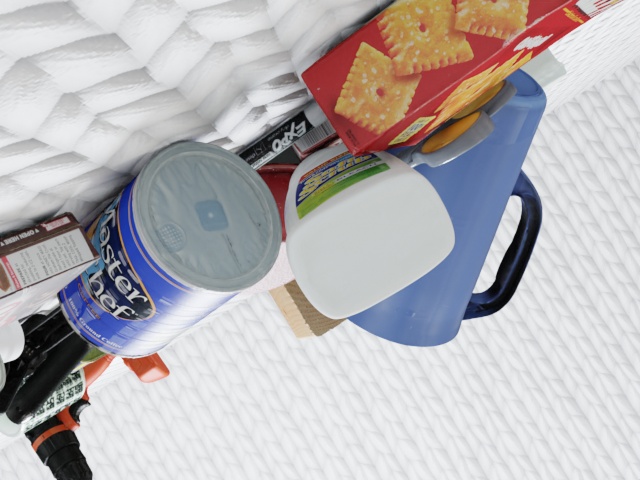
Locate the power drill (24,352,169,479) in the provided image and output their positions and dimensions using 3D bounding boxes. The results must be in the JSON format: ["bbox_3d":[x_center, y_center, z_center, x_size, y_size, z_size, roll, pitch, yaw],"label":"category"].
[{"bbox_3d":[-0.279,0.190,1.301,0.187,0.184,0.057,-38,157,-2],"label":"power drill"}]

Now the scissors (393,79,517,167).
[{"bbox_3d":[0.083,-0.077,0.829,0.096,0.016,0.202,-45,-168,-20],"label":"scissors"}]

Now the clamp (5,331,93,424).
[{"bbox_3d":[-0.223,0.087,1.018,0.210,0.036,0.165,-40,-162,0],"label":"clamp"}]

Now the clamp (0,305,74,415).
[{"bbox_3d":[-0.257,0.093,0.951,0.120,0.039,0.172,-42,-163,-10],"label":"clamp"}]

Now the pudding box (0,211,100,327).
[{"bbox_3d":[-0.204,0.030,0.668,0.089,0.039,0.114,-28,175,-44],"label":"pudding box"}]

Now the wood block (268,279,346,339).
[{"bbox_3d":[-0.002,0.051,1.192,0.090,0.091,0.206,-31,178,-9],"label":"wood block"}]

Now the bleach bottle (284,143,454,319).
[{"bbox_3d":[0.014,-0.024,0.745,0.102,0.068,0.251,-29,-165,-2],"label":"bleach bottle"}]

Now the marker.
[{"bbox_3d":[-0.022,-0.083,0.812,0.121,0.020,0.020,-33,176,20],"label":"marker"}]

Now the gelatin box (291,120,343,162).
[{"bbox_3d":[0.017,-0.097,0.861,0.089,0.030,0.073,-31,177,-1],"label":"gelatin box"}]

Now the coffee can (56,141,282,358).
[{"bbox_3d":[-0.105,0.010,0.717,0.102,0.103,0.141,-29,176,-41],"label":"coffee can"}]

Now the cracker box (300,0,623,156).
[{"bbox_3d":[0.110,-0.142,0.694,0.214,0.072,0.164,-33,177,19],"label":"cracker box"}]

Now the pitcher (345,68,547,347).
[{"bbox_3d":[0.110,-0.036,0.926,0.148,0.145,0.243,-19,137,-51],"label":"pitcher"}]
